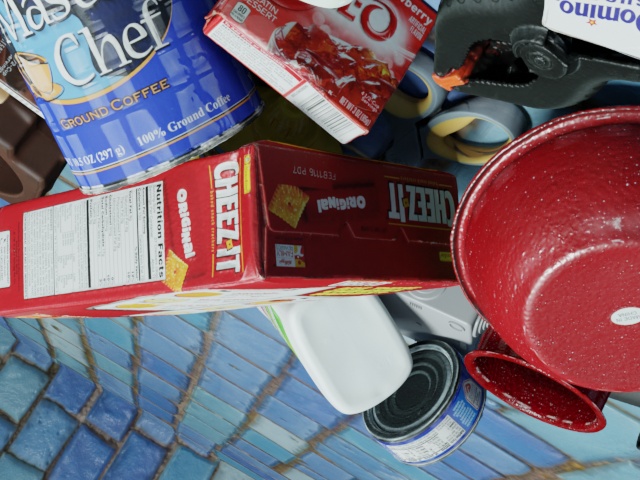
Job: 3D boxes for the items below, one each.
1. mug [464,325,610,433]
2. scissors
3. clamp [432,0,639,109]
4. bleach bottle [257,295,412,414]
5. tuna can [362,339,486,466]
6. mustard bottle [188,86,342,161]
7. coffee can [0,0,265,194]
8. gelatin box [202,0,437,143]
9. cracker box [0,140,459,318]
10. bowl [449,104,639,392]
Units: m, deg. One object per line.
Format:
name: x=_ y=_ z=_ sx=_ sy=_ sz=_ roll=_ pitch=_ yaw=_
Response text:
mug: x=0.143 y=0.062 z=0.674 sx=0.093 sy=0.081 sz=0.117 roll=37 pitch=160 yaw=-18
scissors: x=0.038 y=-0.064 z=0.619 sx=0.096 sy=0.016 sz=0.202 roll=40 pitch=159 yaw=-21
clamp: x=0.107 y=-0.083 z=0.436 sx=0.120 sy=0.039 sz=0.172 roll=39 pitch=166 yaw=-10
bleach bottle: x=-0.018 y=0.045 z=0.826 sx=0.102 sy=0.068 sz=0.251 roll=60 pitch=170 yaw=-19
tuna can: x=0.071 y=0.112 z=0.747 sx=0.033 sy=0.086 sz=0.086 roll=44 pitch=157 yaw=-29
mustard bottle: x=-0.035 y=-0.052 z=0.692 sx=0.096 sy=0.058 sz=0.192 roll=31 pitch=161 yaw=-3
coffee can: x=-0.101 y=-0.107 z=0.513 sx=0.103 sy=0.102 sz=0.140 roll=2 pitch=121 yaw=55
gelatin box: x=0.001 y=-0.101 z=0.495 sx=0.089 sy=0.073 sz=0.030 roll=37 pitch=159 yaw=-16
cracker box: x=-0.054 y=0.001 z=0.594 sx=0.214 sy=0.072 sz=0.163 roll=-9 pitch=172 yaw=41
bowl: x=0.140 y=0.019 z=0.495 sx=0.162 sy=0.055 sz=0.162 roll=5 pitch=129 yaw=6
